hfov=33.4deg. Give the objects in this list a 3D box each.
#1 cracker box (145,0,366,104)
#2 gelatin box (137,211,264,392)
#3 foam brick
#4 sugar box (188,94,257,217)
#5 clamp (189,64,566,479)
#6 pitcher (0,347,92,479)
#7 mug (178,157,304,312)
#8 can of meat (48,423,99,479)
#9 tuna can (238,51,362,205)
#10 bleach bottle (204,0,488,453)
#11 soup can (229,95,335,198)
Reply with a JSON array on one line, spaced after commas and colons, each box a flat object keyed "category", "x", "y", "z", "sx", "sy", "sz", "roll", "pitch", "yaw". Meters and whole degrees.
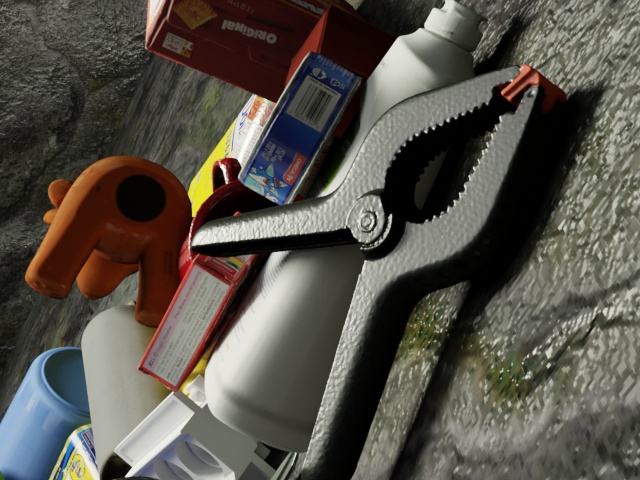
[{"category": "cracker box", "x": -0.041, "y": -0.161, "z": 0.793, "sx": 0.072, "sy": 0.164, "sz": 0.214, "roll": -64, "pitch": 16, "yaw": 16}, {"category": "gelatin box", "x": -0.066, "y": 0.036, "z": 0.633, "sx": 0.089, "sy": 0.030, "sz": 0.073, "roll": -61, "pitch": -3, "yaw": 28}, {"category": "foam brick", "x": 0.024, "y": -0.098, "z": 0.659, "sx": 0.051, "sy": 0.078, "sz": 0.053, "roll": -51, "pitch": 20, "yaw": 44}, {"category": "sugar box", "x": -0.078, "y": -0.062, "z": 0.983, "sx": 0.176, "sy": 0.048, "sz": 0.093, "roll": -51, "pitch": 23, "yaw": 46}, {"category": "clamp", "x": 0.033, "y": 0.006, "z": 0.499, "sx": 0.210, "sy": 0.036, "sz": 0.164, "roll": -38, "pitch": 57, "yaw": 25}, {"category": "pitcher", "x": -0.258, "y": 0.219, "z": 1.020, "sx": 0.243, "sy": 0.144, "sz": 0.149, "roll": -61, "pitch": 37, "yaw": 24}, {"category": "mug", "x": -0.055, "y": 0.001, "z": 0.731, "sx": 0.082, "sy": 0.093, "sz": 0.117, "roll": 145, "pitch": 109, "yaw": -69}, {"category": "can of meat", "x": -0.179, "y": 0.212, "z": 0.860, "sx": 0.084, "sy": 0.057, "sz": 0.102, "roll": 44, "pitch": 114, "yaw": 43}, {"category": "tuna can", "x": -0.012, "y": -0.062, "z": 0.598, "sx": 0.086, "sy": 0.033, "sz": 0.086, "roll": -60, "pitch": 3, "yaw": 5}, {"category": "bleach bottle", "x": 0.020, "y": -0.014, "z": 0.587, "sx": 0.251, "sy": 0.068, "sz": 0.102, "roll": -61, "pitch": 13, "yaw": 12}, {"category": "soup can", "x": -0.035, "y": -0.057, "z": 0.806, "sx": 0.102, "sy": 0.068, "sz": 0.068, "roll": -65, "pitch": 16, "yaw": 9}]
